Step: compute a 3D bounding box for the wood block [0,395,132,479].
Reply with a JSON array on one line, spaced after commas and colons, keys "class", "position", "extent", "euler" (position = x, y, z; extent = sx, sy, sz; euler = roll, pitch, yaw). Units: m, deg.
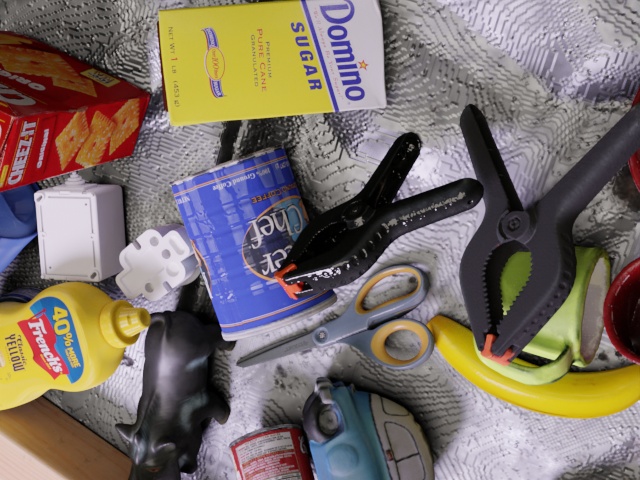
[{"class": "wood block", "position": [-0.271, 0.221, 1.022], "extent": [0.206, 0.090, 0.091], "euler": [33, 108, 10]}]

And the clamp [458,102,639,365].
[{"class": "clamp", "position": [0.161, -0.012, 0.788], "extent": [0.165, 0.036, 0.210], "euler": [-3, 70, 43]}]

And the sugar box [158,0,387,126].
[{"class": "sugar box", "position": [-0.037, -0.145, 0.858], "extent": [0.176, 0.048, 0.093], "euler": [-6, 100, -3]}]

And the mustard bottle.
[{"class": "mustard bottle", "position": [-0.230, 0.088, 0.949], "extent": [0.192, 0.058, 0.096], "euler": [-16, 89, 27]}]

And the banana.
[{"class": "banana", "position": [0.182, 0.108, 0.878], "extent": [0.198, 0.037, 0.069], "euler": [7, 73, 14]}]

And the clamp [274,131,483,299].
[{"class": "clamp", "position": [0.044, -0.012, 0.829], "extent": [0.171, 0.120, 0.039], "euler": [-45, 119, -8]}]

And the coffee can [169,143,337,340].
[{"class": "coffee can", "position": [-0.056, 0.001, 0.897], "extent": [0.103, 0.102, 0.140], "euler": [-17, 95, 21]}]

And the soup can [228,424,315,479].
[{"class": "soup can", "position": [-0.036, 0.220, 0.933], "extent": [0.069, 0.068, 0.102], "euler": [-26, 65, 21]}]

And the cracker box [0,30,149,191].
[{"class": "cracker box", "position": [-0.265, -0.117, 0.884], "extent": [0.164, 0.213, 0.072], "euler": [25, 108, 12]}]

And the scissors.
[{"class": "scissors", "position": [0.018, 0.096, 0.926], "extent": [0.202, 0.016, 0.096], "euler": [-36, 66, 21]}]
